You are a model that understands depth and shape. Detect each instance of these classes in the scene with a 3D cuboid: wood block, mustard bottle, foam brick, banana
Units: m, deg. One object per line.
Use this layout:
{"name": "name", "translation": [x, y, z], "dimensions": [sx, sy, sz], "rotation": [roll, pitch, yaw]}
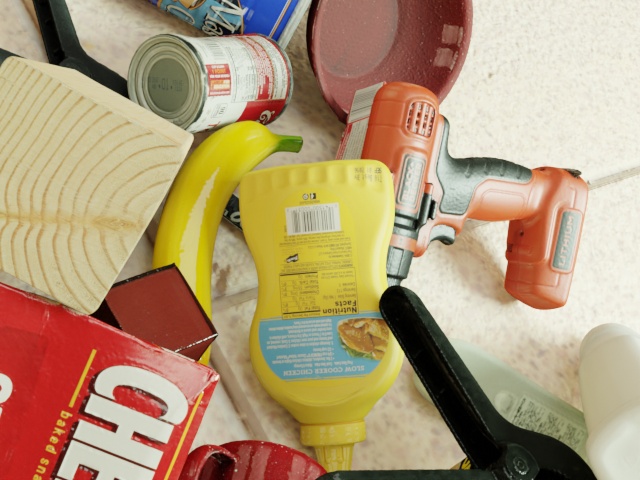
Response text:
{"name": "wood block", "translation": [-0.130, -0.036, 0.577], "dimensions": [0.090, 0.090, 0.206], "rotation": [29, 4, -9]}
{"name": "mustard bottle", "translation": [0.003, 0.049, 0.662], "dimensions": [0.096, 0.058, 0.191], "rotation": [-5, 84, 7]}
{"name": "foam brick", "translation": [-0.103, 0.058, 0.613], "dimensions": [0.051, 0.078, 0.053], "rotation": [-21, 69, -36]}
{"name": "banana", "translation": [-0.070, -0.010, 0.689], "dimensions": [0.069, 0.037, 0.197], "rotation": [26, 61, -7]}

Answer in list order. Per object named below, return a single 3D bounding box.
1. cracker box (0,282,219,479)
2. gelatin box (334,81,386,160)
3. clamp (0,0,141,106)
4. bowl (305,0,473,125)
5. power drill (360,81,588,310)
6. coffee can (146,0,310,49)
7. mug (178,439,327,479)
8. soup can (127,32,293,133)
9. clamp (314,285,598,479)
{"name": "cracker box", "translation": [-0.177, 0.096, 0.501], "dimensions": [0.213, 0.072, 0.164], "rotation": [24, 81, -12]}
{"name": "gelatin box", "translation": [0.045, -0.060, 0.789], "dimensions": [0.073, 0.030, 0.089], "rotation": [52, 39, -36]}
{"name": "clamp", "translation": [-0.172, -0.113, 0.722], "dimensions": [0.171, 0.039, 0.120], "rotation": [40, 52, -6]}
{"name": "bowl", "translation": [0.043, -0.166, 0.832], "dimensions": [0.161, 0.162, 0.055], "rotation": [-12, 25, -35]}
{"name": "power drill", "translation": [0.097, -0.002, 0.749], "dimensions": [0.187, 0.057, 0.184], "rotation": [13, 89, -33]}
{"name": "coffee can", "translation": [-0.075, -0.207, 0.799], "dimensions": [0.140, 0.103, 0.102], "rotation": [27, 49, -10]}
{"name": "mug", "translation": [-0.042, 0.153, 0.563], "dimensions": [0.117, 0.093, 0.081], "rotation": [54, 32, -34]}
{"name": "soup can", "translation": [-0.074, -0.109, 0.734], "dimensions": [0.068, 0.069, 0.102], "rotation": [53, 31, 13]}
{"name": "clamp", "translation": [0.091, 0.133, 0.574], "dimensions": [0.210, 0.036, 0.164], "rotation": [40, 40, -2]}
